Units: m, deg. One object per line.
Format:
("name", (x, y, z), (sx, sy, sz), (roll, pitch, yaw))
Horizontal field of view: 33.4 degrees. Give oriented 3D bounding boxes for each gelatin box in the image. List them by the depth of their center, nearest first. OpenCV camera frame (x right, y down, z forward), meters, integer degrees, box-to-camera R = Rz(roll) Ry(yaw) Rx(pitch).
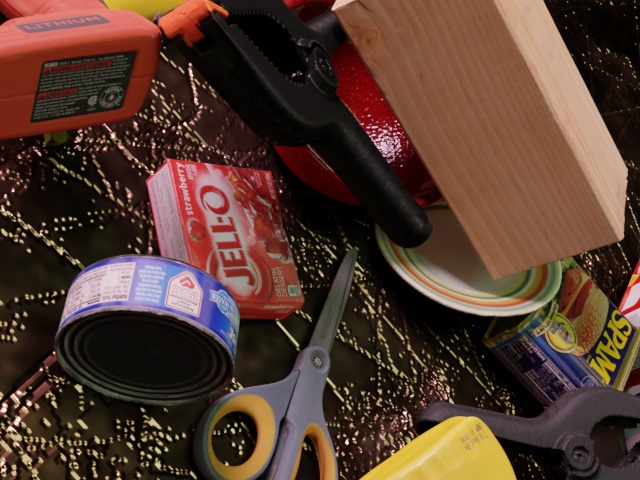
("gelatin box", (-0.054, 0.001, 0.605), (0.073, 0.030, 0.089), (4, 62, -40))

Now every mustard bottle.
("mustard bottle", (0.096, 0.198, 0.580), (0.096, 0.058, 0.191), (-33, 88, -15))

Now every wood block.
("wood block", (0.105, -0.089, 0.656), (0.206, 0.091, 0.090), (56, 32, -23))

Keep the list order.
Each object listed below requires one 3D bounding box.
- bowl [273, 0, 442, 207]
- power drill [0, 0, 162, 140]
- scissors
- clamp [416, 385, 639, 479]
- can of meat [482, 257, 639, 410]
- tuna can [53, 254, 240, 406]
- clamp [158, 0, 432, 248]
("bowl", (0.016, -0.081, 0.700), (0.161, 0.055, 0.162), (22, 52, -30))
("power drill", (-0.178, -0.128, 0.518), (0.184, 0.057, 0.188), (-17, 55, -37))
("scissors", (-0.021, 0.070, 0.601), (0.096, 0.016, 0.201), (26, 50, -27))
("clamp", (0.151, 0.147, 0.655), (0.171, 0.039, 0.120), (-8, 78, -14))
("can of meat", (0.168, 0.067, 0.741), (0.084, 0.058, 0.102), (47, 43, -5))
("tuna can", (-0.082, 0.044, 0.513), (0.086, 0.086, 0.033), (28, 47, -26))
("clamp", (-0.006, -0.077, 0.574), (0.209, 0.036, 0.164), (8, 58, -61))
